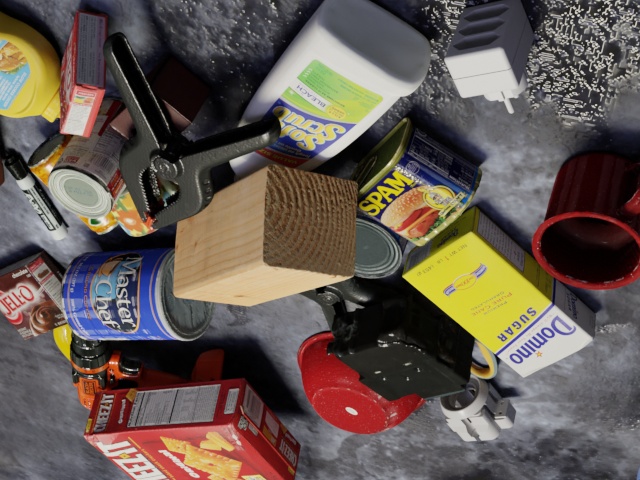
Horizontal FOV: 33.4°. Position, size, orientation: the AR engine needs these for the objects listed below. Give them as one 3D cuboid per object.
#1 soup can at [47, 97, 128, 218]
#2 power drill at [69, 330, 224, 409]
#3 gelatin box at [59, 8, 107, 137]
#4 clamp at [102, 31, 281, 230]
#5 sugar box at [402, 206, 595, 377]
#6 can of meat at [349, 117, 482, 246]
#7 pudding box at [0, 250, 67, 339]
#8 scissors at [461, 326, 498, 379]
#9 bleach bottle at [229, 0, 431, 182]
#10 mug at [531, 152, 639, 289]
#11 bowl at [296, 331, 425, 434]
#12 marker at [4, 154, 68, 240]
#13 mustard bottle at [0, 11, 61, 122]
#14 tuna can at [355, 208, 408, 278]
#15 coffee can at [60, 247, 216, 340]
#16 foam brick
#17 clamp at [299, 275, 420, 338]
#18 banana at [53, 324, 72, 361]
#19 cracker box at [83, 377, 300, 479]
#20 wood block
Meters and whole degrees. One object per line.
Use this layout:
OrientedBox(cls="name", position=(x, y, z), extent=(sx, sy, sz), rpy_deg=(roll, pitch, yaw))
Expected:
OrientedBox(cls="soup can", position=(-0.209, -0.080, 1.027), extent=(0.068, 0.102, 0.068), rpy_deg=(14, 141, 11))
OrientedBox(cls="power drill", position=(-0.215, 0.157, 1.317), extent=(0.187, 0.057, 0.184), rpy_deg=(10, 142, 0))
OrientedBox(cls="gelatin box", position=(-0.214, -0.150, 0.958), extent=(0.030, 0.089, 0.073), rpy_deg=(7, 148, -22))
OrientedBox(cls="clamp", position=(-0.139, -0.085, 0.952), extent=(0.164, 0.036, 0.210), rpy_deg=(34, 141, -4))
OrientedBox(cls="sugar box", position=(0.173, 0.053, 1.026), extent=(0.176, 0.048, 0.093), rpy_deg=(40, 129, -17))
OrientedBox(cls="can of meat", position=(0.082, -0.049, 0.953), extent=(0.084, 0.057, 0.102), rpy_deg=(31, 142, -14))
OrientedBox(cls="pudding box", position=(-0.353, 0.068, 1.312), extent=(0.114, 0.039, 0.090), rpy_deg=(-21, 113, 40))
OrientedBox(cls="scissors", position=(0.167, 0.078, 1.090), extent=(0.096, 0.016, 0.201), rpy_deg=(2, 138, 22))
OrientedBox(cls="bleach bottle", position=(-0.010, -0.106, 0.929), extent=(0.102, 0.068, 0.251), rpy_deg=(30, 144, -11))
OrientedBox(cls="mug", position=(0.235, -0.025, 0.882), extent=(0.093, 0.081, 0.117), rpy_deg=(29, 142, -7))
OrientedBox(cls="bowl", position=(0.041, 0.176, 1.237), extent=(0.162, 0.055, 0.162), rpy_deg=(14, 141, 11))
OrientedBox(cls="marker", position=(-0.316, -0.048, 1.184), extent=(0.020, 0.020, 0.121), rpy_deg=(1, 137, 26))
OrientedBox(cls="mustard bottle", position=(-0.305, -0.171, 1.003), extent=(0.191, 0.058, 0.096), rpy_deg=(35, 127, -15))
OrientedBox(cls="tuna can", position=(0.042, -0.004, 1.043), extent=(0.086, 0.033, 0.086), rpy_deg=(14, 141, 12))
OrientedBox(cls="coffee can", position=(-0.201, 0.060, 1.185), extent=(0.141, 0.102, 0.102), rpy_deg=(-3, 135, 30))
OrientedBox(cls="foam brick", position=(-0.148, -0.123, 0.985), extent=(0.053, 0.051, 0.078), rpy_deg=(38, 140, -18))
OrientedBox(cls="clamp", position=(0.010, 0.054, 1.123), extent=(0.171, 0.039, 0.120), rpy_deg=(36, 135, -20))
OrientedBox(cls="banana", position=(-0.285, 0.158, 1.395), extent=(0.070, 0.037, 0.197), rpy_deg=(-16, 127, 39))
OrientedBox(cls="cracker box", position=(-0.155, 0.246, 1.309), extent=(0.214, 0.072, 0.164), rpy_deg=(-9, 138, 24))
OrientedBox(cls="wood block", position=(-0.057, 0.002, 0.993), extent=(0.090, 0.090, 0.206), rpy_deg=(9, 166, -28))
